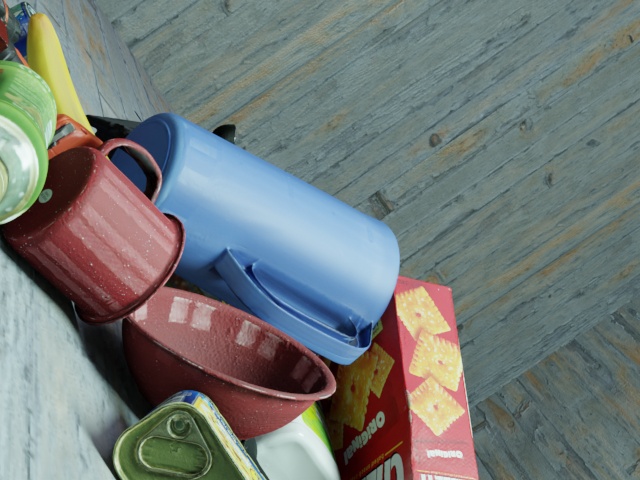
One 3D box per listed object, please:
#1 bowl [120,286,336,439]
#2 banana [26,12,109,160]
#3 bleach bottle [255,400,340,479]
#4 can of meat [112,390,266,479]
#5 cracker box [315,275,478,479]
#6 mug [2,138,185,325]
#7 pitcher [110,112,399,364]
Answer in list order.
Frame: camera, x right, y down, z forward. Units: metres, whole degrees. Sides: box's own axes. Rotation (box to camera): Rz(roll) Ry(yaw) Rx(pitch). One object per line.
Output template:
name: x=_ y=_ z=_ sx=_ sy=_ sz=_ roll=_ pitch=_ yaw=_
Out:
bowl: x=-0.073 y=0.090 z=0.732 sx=0.162 sy=0.055 sz=0.162 roll=24 pitch=10 yaw=-5
banana: x=-0.228 y=-0.112 z=0.992 sx=0.037 sy=0.070 sz=0.198 roll=-28 pitch=90 yaw=-48
bleach bottle: x=-0.038 y=0.126 z=0.956 sx=0.102 sy=0.068 sz=0.251 roll=58 pitch=10 yaw=-32
can of meat: x=-0.069 y=0.139 z=0.619 sx=0.102 sy=0.057 sz=0.084 roll=56 pitch=-1 yaw=-1
cracker box: x=0.057 y=0.163 z=0.928 sx=0.072 sy=0.164 sz=0.213 roll=14 pitch=52 yaw=-22
mug: x=-0.143 y=-0.015 z=0.691 sx=0.093 sy=0.117 sz=0.081 roll=1 pitch=-37 yaw=43
pitcher: x=-0.056 y=0.001 z=0.878 sx=0.242 sy=0.145 sz=0.149 roll=29 pitch=-17 yaw=-36
